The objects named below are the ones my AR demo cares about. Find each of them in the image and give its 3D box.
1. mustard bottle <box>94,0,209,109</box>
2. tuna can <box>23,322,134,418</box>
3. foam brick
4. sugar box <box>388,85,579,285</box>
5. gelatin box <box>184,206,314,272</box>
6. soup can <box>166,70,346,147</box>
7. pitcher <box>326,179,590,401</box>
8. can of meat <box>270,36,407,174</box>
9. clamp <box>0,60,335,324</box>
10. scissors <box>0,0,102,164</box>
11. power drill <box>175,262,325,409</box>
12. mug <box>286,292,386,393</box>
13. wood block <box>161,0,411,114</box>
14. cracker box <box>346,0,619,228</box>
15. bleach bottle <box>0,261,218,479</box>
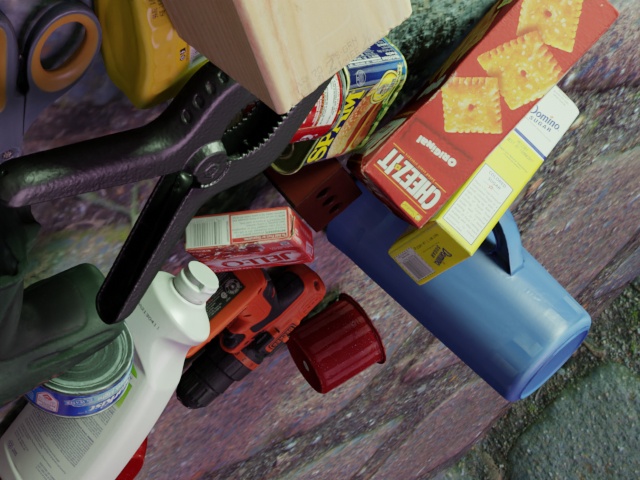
[{"bbox_3d":[-0.034,-0.150,0.607,0.191,0.058,0.096,-30,151,-27],"label":"mustard bottle"},{"bbox_3d":[-0.180,0.085,0.782,0.086,0.086,0.034,-26,153,-35],"label":"tuna can"},{"bbox_3d":[-0.008,-0.049,0.867,0.053,0.051,0.078,-42,160,2],"label":"foam brick"},{"bbox_3d":[0.134,-0.047,0.868,0.176,0.048,0.093,-47,-176,-26],"label":"sugar box"},{"bbox_3d":[-0.055,0.001,0.851,0.089,0.030,0.073,-6,164,11],"label":"gelatin box"},{"bbox_3d":[-0.041,-0.093,0.695,0.102,0.068,0.069,-16,148,-48],"label":"soup can"},{"bbox_3d":[0.132,0.024,0.989,0.145,0.243,0.149,-48,159,7],"label":"pitcher"},{"bbox_3d":[0.007,-0.103,0.779,0.083,0.057,0.102,-20,152,-50],"label":"can of meat"},{"bbox_3d":[-0.074,-0.042,0.610,0.209,0.036,0.164,-36,153,-16],"label":"clamp"},{"bbox_3d":[-0.163,-0.065,0.605,0.096,0.016,0.202,-28,156,-19],"label":"scissors"},{"bbox_3d":[-0.087,0.080,0.982,0.184,0.057,0.187,-46,162,1],"label":"power drill"},{"bbox_3d":[0.010,0.117,1.205,0.081,0.093,0.117,-30,-166,-16],"label":"mug"},{"bbox_3d":[-0.037,-0.166,0.450,0.090,0.091,0.206,-39,144,-13],"label":"wood block"},{"bbox_3d":[0.117,-0.114,0.844,0.214,0.072,0.164,-46,-175,2],"label":"cracker box"},{"bbox_3d":[-0.162,0.120,0.858,0.251,0.103,0.068,-48,163,20],"label":"bleach bottle"}]
